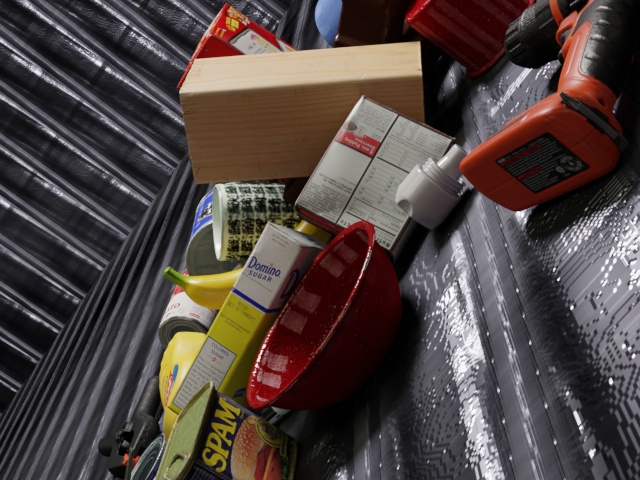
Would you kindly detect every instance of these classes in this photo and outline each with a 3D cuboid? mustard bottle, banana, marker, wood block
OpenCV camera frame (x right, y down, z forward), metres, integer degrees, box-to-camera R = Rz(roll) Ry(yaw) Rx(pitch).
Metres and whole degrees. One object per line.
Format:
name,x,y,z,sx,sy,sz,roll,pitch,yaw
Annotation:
mustard bottle,-0.122,0.156,1.016,0.192,0.058,0.096,-135,51,-75
banana,-0.053,0.019,1.059,0.197,0.069,0.037,-26,17,-8
marker,-0.058,0.159,0.895,0.121,0.020,0.020,-46,17,38
wood block,-0.011,-0.113,0.950,0.090,0.206,0.091,-82,-12,-61

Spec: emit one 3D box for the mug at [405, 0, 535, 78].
mug,0.129,-0.209,0.963,0.093,0.081,0.117,-54,13,11

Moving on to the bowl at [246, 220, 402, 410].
bowl,0.012,0.066,0.787,0.162,0.055,0.162,-52,14,18

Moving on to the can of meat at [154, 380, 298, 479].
can of meat,-0.067,0.165,0.770,0.058,0.084,0.102,-49,15,29

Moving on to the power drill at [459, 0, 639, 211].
power drill,0.156,-0.111,0.686,0.185,0.057,0.187,-33,27,60

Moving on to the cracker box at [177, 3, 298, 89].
cracker box,-0.033,-0.144,1.098,0.072,0.213,0.164,-54,13,19

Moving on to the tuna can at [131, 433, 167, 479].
tuna can,-0.163,0.235,1.057,0.086,0.033,0.086,-52,14,18

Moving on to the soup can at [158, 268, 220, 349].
soup can,-0.152,0.087,1.296,0.069,0.068,0.102,-47,17,34

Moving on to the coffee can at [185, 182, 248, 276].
coffee can,-0.099,0.001,1.234,0.103,0.102,0.140,-53,13,14

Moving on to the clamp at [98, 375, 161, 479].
clamp,-0.228,0.240,1.266,0.120,0.039,0.171,-55,13,13

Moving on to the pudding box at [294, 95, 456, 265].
pudding box,0.045,-0.049,0.858,0.113,0.090,0.039,-60,-14,-11

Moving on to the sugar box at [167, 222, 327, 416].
sugar box,-0.052,0.075,0.900,0.176,0.048,0.093,-59,-21,7
